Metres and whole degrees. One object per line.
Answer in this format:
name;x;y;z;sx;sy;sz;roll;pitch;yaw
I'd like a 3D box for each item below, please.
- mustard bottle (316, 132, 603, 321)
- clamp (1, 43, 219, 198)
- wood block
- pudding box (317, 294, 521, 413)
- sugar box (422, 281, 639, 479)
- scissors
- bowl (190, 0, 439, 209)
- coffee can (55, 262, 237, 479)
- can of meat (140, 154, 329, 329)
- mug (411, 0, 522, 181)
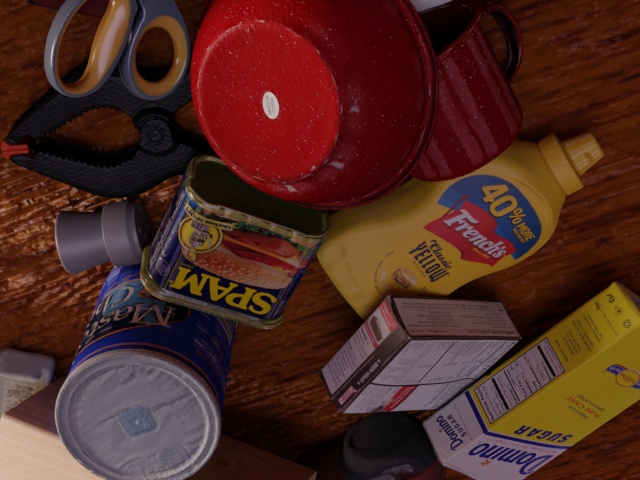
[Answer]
mustard bottle;0.098;-0.016;0.708;0.192;0.058;0.096;-30;122;15
clamp;-0.101;-0.085;0.690;0.210;0.036;0.164;-1;117;-2
wood block;-0.119;0.180;0.753;0.206;0.090;0.091;18;106;14
pudding box;0.069;0.079;0.733;0.113;0.039;0.090;4;137;-40
sugar box;0.169;0.108;0.761;0.176;0.048;0.093;-43;135;18
scissors;-0.088;-0.165;0.618;0.096;0.016;0.202;27;99;-42
bowl;-0.017;-0.084;0.604;0.162;0.055;0.162;12;117;25
coffee can;-0.111;0.081;0.717;0.103;0.140;0.103;1;117;1
can of meat;-0.054;0.001;0.692;0.102;0.057;0.084;18;126;-17
mug;0.081;-0.098;0.659;0.117;0.093;0.081;-43;119;-18
